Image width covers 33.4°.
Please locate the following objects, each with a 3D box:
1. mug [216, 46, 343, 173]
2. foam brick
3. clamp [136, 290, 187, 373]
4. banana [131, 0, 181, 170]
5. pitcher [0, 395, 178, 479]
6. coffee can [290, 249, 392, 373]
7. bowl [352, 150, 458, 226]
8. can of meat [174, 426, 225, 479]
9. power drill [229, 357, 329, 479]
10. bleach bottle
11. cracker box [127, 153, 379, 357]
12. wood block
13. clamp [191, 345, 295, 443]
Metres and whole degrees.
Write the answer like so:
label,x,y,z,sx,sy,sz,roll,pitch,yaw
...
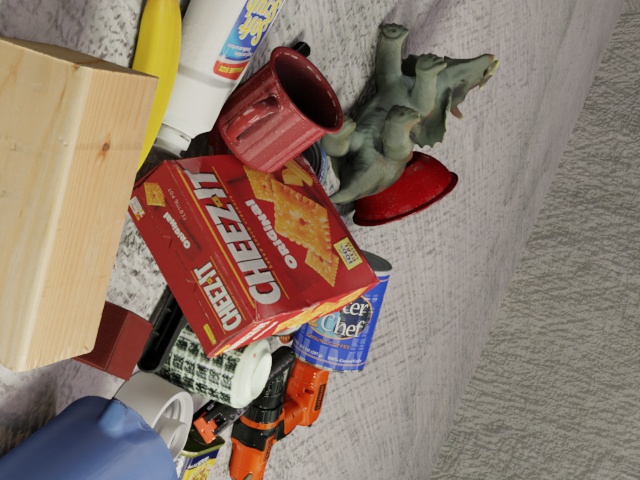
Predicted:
label,x,y,z,sx,sy,sz,roll,pitch,yaw
mug,-0.044,-0.111,0.956,0.082,0.093,0.117,-35,180,29
foam brick,-0.186,0.074,0.870,0.053,0.078,0.051,-67,160,-12
clamp,-0.121,0.012,1.056,0.209,0.036,0.165,-52,155,-49
banana,-0.149,-0.110,0.856,0.198,0.037,0.069,-67,162,-11
pitcher,-0.233,0.239,0.836,0.242,0.145,0.149,-33,104,-56
coffee can,0.026,0.086,1.377,0.102,0.103,0.140,-20,127,-67
bowl,0.109,-0.081,1.497,0.161,0.162,0.055,-47,118,-50
can of meat,-0.157,0.252,1.166,0.084,0.057,0.102,-70,161,5
power drill,-0.053,0.217,1.426,0.187,0.057,0.184,-30,140,-59
bleach bottle,-0.081,-0.189,0.937,0.251,0.068,0.102,-66,163,-5
cracker box,-0.056,0.001,0.977,0.072,0.164,0.213,-37,167,30
wood block,-0.192,-0.027,0.735,0.090,0.090,0.206,-11,118,-68
clamp,-0.088,0.169,1.174,0.120,0.039,0.171,-39,-175,14
